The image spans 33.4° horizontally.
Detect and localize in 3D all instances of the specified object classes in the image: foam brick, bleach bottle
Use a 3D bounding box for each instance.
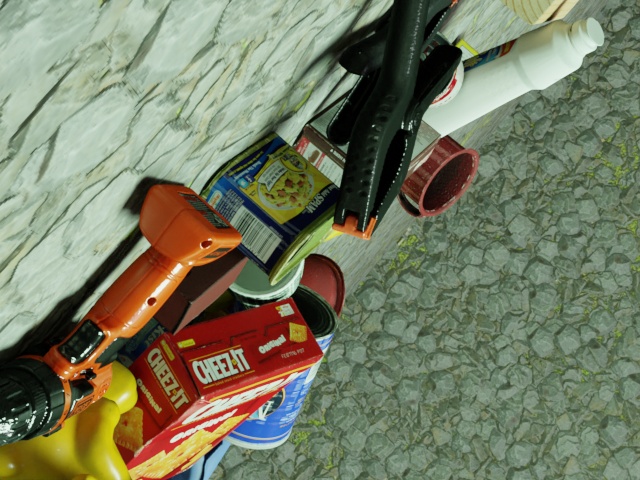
[{"bbox_3d":[-0.100,0.023,0.814,0.078,0.053,0.051,-44,172,-42],"label":"foam brick"},{"bbox_3d":[0.171,-0.161,1.066,0.251,0.068,0.102,-22,-166,43],"label":"bleach bottle"}]

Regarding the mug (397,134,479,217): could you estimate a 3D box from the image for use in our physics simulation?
[{"bbox_3d":[0.117,-0.079,1.221,0.093,0.082,0.117,-25,144,-35],"label":"mug"}]

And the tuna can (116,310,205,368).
[{"bbox_3d":[-0.144,0.083,0.953,0.086,0.034,0.086,-48,174,-8],"label":"tuna can"}]

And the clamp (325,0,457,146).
[{"bbox_3d":[0.059,-0.154,0.890,0.171,0.039,0.120,-45,171,-31],"label":"clamp"}]

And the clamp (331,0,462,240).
[{"bbox_3d":[0.056,-0.104,0.801,0.210,0.036,0.164,-66,158,-19],"label":"clamp"}]

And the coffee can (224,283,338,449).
[{"bbox_3d":[-0.054,0.121,1.059,0.102,0.103,0.140,-37,153,-60],"label":"coffee can"}]

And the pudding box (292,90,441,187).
[{"bbox_3d":[0.043,-0.088,0.954,0.113,0.090,0.039,-41,167,-45],"label":"pudding box"}]

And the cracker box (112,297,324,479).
[{"bbox_3d":[-0.121,0.147,0.943,0.214,0.072,0.163,-43,162,34],"label":"cracker box"}]

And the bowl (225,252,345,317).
[{"bbox_3d":[-0.054,0.067,1.162,0.162,0.055,0.162,-26,-139,25],"label":"bowl"}]

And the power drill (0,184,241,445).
[{"bbox_3d":[-0.140,0.048,0.686,0.188,0.057,0.184,-47,178,7],"label":"power drill"}]

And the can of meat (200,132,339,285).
[{"bbox_3d":[-0.034,-0.027,0.816,0.101,0.084,0.058,-41,170,-50],"label":"can of meat"}]
